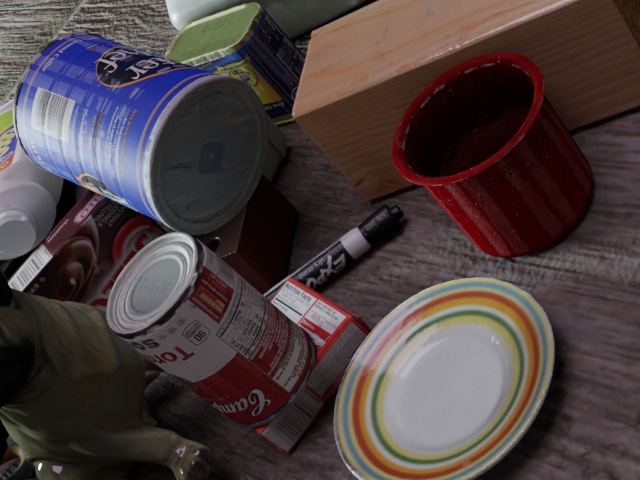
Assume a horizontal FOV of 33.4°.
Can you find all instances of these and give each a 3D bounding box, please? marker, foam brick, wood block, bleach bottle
[{"bbox_3d":[0.003,0.016,0.688,0.121,0.020,0.020,-37,37,11],"label":"marker"},{"bbox_3d":[-0.055,0.001,0.731,0.053,0.051,0.078,-20,43,31],"label":"foam brick"},{"bbox_3d":[0.097,-0.112,0.662,0.206,0.090,0.090,-19,42,32],"label":"wood block"},{"bbox_3d":[-0.248,-0.047,0.866,0.102,0.068,0.251,-37,26,-4],"label":"bleach bottle"}]

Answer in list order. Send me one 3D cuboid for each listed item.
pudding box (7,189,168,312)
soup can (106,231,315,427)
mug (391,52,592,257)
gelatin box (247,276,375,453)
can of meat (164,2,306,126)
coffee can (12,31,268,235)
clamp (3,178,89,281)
[{"bbox_3d":[-0.162,0.025,0.780,0.113,0.090,0.039,-48,34,-3],"label":"pudding box"},{"bbox_3d":[-0.060,0.050,0.592,0.069,0.102,0.068,-27,40,25],"label":"soup can"},{"bbox_3d":[0.093,-0.046,0.608,0.117,0.081,0.093,12,63,49],"label":"mug"},{"bbox_3d":[-0.018,0.073,0.644,0.089,0.030,0.073,-52,35,-8],"label":"gelatin box"},{"bbox_3d":[-0.063,-0.134,0.844,0.102,0.083,0.057,-9,49,39],"label":"can of meat"},{"bbox_3d":[-0.119,-0.073,0.705,0.140,0.102,0.102,22,71,35],"label":"coffee can"},{"bbox_3d":[-0.213,-0.048,0.936,0.165,0.036,0.210,-38,28,34],"label":"clamp"}]
